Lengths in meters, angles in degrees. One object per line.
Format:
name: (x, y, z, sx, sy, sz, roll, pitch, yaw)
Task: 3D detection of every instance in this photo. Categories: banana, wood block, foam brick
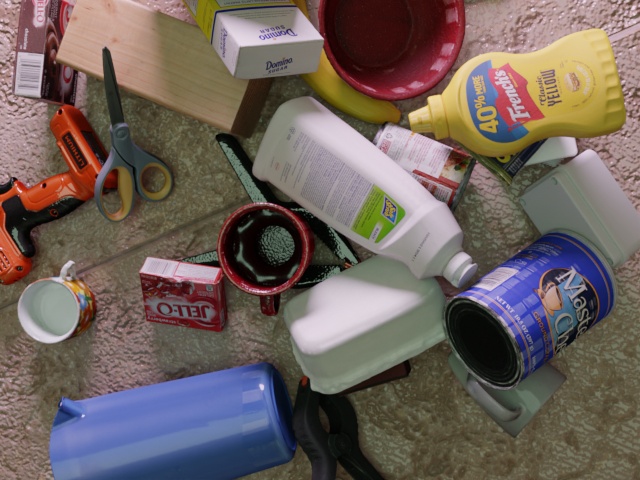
banana: (0.007, -0.193, 1.134, 0.070, 0.037, 0.198, -33, 85, 9)
wood block: (-0.161, -0.189, 1.138, 0.206, 0.090, 0.090, 23, 95, 9)
foam brick: (0.051, 0.127, 1.125, 0.078, 0.053, 0.051, -18, 88, 9)

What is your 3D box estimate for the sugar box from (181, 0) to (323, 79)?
sugar box: (-0.076, -0.230, 1.081, 0.093, 0.048, 0.176, -10, 48, -26)

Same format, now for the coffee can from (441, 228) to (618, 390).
coffee can: (0.203, 0.065, 1.031, 0.140, 0.103, 0.103, -31, 85, -28)

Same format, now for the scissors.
scissors: (-0.195, -0.110, 1.127, 0.016, 0.096, 0.202, 45, 132, 45)

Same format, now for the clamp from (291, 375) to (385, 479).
clamp: (0.008, 0.224, 1.112, 0.039, 0.120, 0.171, -33, 80, 39)

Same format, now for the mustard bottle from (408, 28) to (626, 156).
mustard bottle: (0.177, -0.129, 0.987, 0.191, 0.058, 0.096, -12, 85, 6)

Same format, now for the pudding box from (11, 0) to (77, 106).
pudding box: (-0.295, -0.207, 1.162, 0.039, 0.090, 0.113, 9, 93, 11)

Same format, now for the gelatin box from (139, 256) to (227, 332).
gelatin box: (-0.147, 0.060, 1.152, 0.089, 0.030, 0.073, 9, 131, 11)

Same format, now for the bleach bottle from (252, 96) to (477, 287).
bleach bottle: (0.048, -0.035, 1.056, 0.251, 0.067, 0.103, 41, 128, 22)

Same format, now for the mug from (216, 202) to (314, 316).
mug: (-0.050, 0.018, 1.088, 0.093, 0.081, 0.117, -3, 93, 9)

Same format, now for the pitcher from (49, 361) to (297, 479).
pitcher: (-0.150, 0.217, 1.134, 0.243, 0.149, 0.145, -15, 73, 7)

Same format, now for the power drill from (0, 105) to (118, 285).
power drill: (-0.332, -0.069, 1.189, 0.188, 0.057, 0.184, -33, 89, 12)

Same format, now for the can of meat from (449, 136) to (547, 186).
can of meat: (0.174, -0.118, 1.045, 0.102, 0.057, 0.084, 42, 95, 6)

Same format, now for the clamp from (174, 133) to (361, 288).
clamp: (-0.058, 0.001, 1.150, 0.210, 0.036, 0.164, 29, 96, 8)

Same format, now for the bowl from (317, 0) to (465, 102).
bowl: (0.065, -0.224, 1.095, 0.162, 0.055, 0.162, -3, 98, -19)

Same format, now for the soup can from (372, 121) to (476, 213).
soup can: (0.101, -0.074, 1.104, 0.102, 0.068, 0.068, 24, 95, 9)
